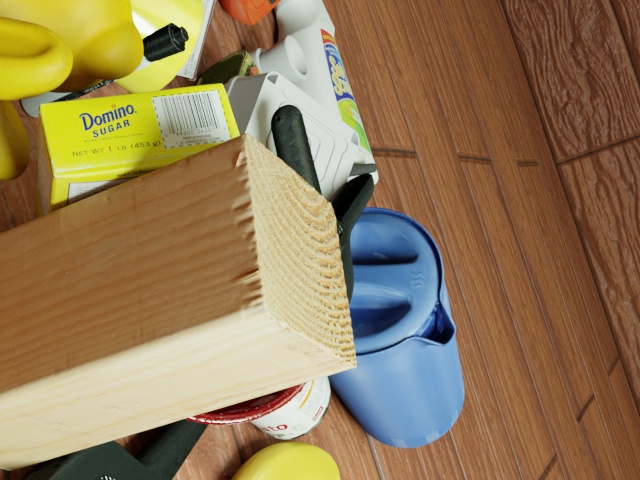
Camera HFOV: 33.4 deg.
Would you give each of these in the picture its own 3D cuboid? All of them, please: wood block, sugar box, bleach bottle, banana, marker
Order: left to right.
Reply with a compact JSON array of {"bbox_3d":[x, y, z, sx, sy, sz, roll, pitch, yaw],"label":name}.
[{"bbox_3d":[-0.135,-0.106,0.666,0.020,0.121,0.020,50,30,-43],"label":"marker"},{"bbox_3d":[-0.098,0.037,0.517,0.090,0.206,0.091,38,39,-54],"label":"wood block"},{"bbox_3d":[-0.106,-0.018,0.577,0.176,0.093,0.048,127,-49,-63],"label":"sugar box"},{"bbox_3d":[-0.024,0.186,0.805,0.197,0.037,0.069,25,49,-62],"label":"banana"},{"bbox_3d":[-0.007,-0.173,1.120,0.102,0.068,0.251,28,45,-61],"label":"bleach bottle"}]

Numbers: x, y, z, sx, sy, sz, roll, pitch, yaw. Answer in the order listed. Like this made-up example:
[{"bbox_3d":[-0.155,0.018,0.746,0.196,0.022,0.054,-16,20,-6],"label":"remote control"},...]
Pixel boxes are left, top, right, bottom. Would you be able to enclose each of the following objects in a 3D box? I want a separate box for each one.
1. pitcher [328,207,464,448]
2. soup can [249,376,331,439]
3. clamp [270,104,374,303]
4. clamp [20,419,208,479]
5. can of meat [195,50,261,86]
[{"bbox_3d":[0.048,0.083,0.922,0.242,0.145,0.149,66,11,-56],"label":"pitcher"},{"bbox_3d":[-0.044,0.099,0.790,0.102,0.069,0.068,47,32,-48],"label":"soup can"},{"bbox_3d":[-0.007,-0.013,0.779,0.120,0.039,0.171,40,43,-35],"label":"clamp"},{"bbox_3d":[-0.110,0.154,0.623,0.209,0.036,0.164,42,35,-55],"label":"clamp"},{"bbox_3d":[-0.068,-0.102,0.917,0.084,0.058,0.102,55,27,-31],"label":"can of meat"}]
